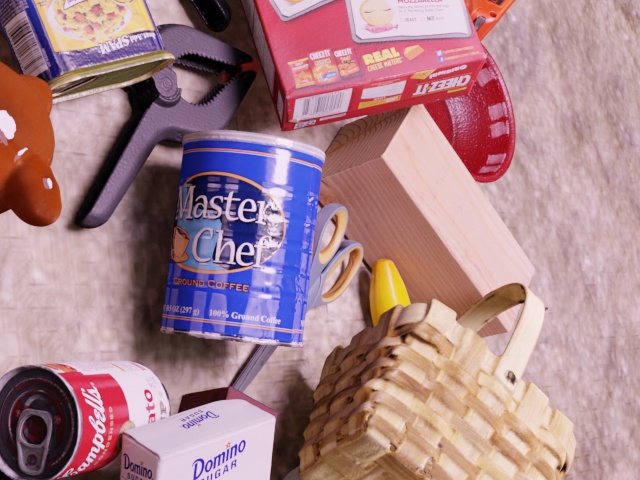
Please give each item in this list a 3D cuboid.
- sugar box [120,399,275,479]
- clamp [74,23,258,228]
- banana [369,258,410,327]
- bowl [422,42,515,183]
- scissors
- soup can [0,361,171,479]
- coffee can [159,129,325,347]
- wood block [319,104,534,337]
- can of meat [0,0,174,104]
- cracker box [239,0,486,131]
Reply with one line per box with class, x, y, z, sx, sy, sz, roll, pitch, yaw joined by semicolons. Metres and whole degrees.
sugar box;-0.082;0.193;0.673;0.093;0.048;0.176;-10;111;-44
clamp;-0.124;-0.099;0.786;0.209;0.036;0.164;-13;88;-45
banana;0.094;0.105;0.952;0.197;0.037;0.069;48;61;-21
bowl;0.126;-0.128;1.052;0.161;0.055;0.162;18;65;-43
scissors;-0.022;0.041;0.844;0.201;0.016;0.096;-41;137;-46
soup can;-0.145;0.108;0.652;0.102;0.069;0.068;11;68;-66
coffee can;-0.055;0.001;0.757;0.102;0.103;0.140;11;83;-45
wood block;0.094;-0.012;0.954;0.206;0.091;0.090;52;45;-22
can of meat;-0.159;-0.142;0.704;0.101;0.058;0.084;-24;93;-41
cracker box;0.019;-0.206;0.863;0.164;0.072;0.214;-14;71;-11
